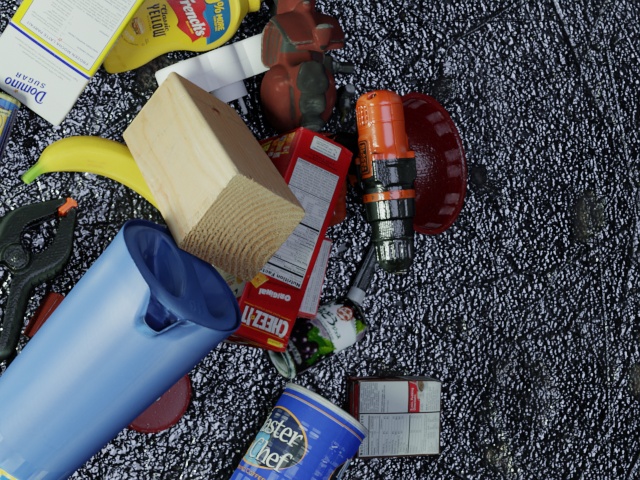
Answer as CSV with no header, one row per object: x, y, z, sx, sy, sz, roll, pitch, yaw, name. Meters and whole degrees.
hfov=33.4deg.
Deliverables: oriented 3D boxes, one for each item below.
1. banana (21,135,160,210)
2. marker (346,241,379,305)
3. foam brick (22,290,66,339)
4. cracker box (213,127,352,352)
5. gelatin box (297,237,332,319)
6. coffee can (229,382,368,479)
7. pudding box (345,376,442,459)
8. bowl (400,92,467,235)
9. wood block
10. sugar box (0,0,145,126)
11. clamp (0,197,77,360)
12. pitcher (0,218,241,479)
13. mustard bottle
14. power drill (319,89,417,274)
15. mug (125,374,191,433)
-0.203,-0.063,1.097,0.197,0.037,0.069,19,92,-23,banana
0.063,0.017,1.227,0.020,0.020,0.121,31,77,-21,marker
-0.248,0.093,1.063,0.078,0.053,0.051,37,75,-19,foam brick
-0.057,0.001,1.092,0.072,0.164,0.213,23,79,-22,cracker box
-0.022,0.039,1.157,0.030,0.073,0.089,14,83,-24,gelatin box
-0.027,0.237,1.136,0.102,0.103,0.140,38,75,-20,coffee can
0.083,0.202,1.224,0.113,0.039,0.090,3,88,-23,pudding box
0.099,-0.084,1.208,0.161,0.055,0.162,9,77,-47,bowl
-0.106,-0.065,1.024,0.090,0.206,0.090,29,107,-38,wood block
-0.241,-0.205,1.021,0.093,0.048,0.176,36,116,-13,sugar box
-0.309,0.018,1.044,0.120,0.039,0.171,36,68,-12,clamp
-0.194,0.103,0.962,0.243,0.145,0.149,-45,148,16,pitcher
-0.139,-0.238,1.090,0.191,0.058,0.096,-16,120,-12,mustard bottle
0.039,-0.055,1.125,0.057,0.188,0.184,-4,89,-27,power drill
-0.189,0.156,1.074,0.117,0.082,0.093,-36,104,-21,mug
